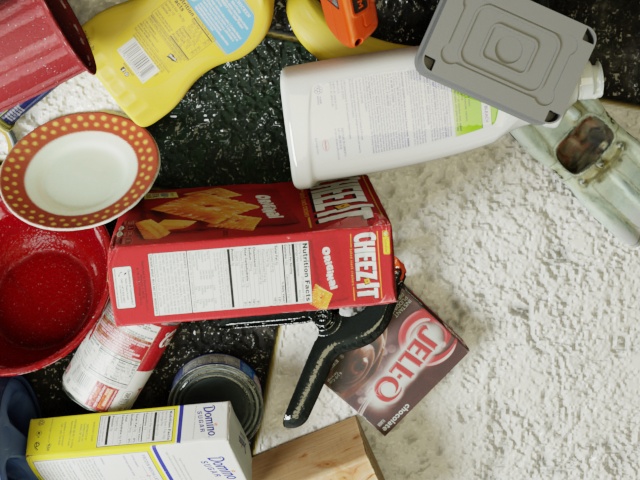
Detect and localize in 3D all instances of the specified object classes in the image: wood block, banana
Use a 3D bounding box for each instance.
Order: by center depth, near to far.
[{"bbox_3d":[0.050,-0.163,0.887,0.197,0.037,0.070,22,105,-10],"label":"banana"},{"bbox_3d":[-0.042,0.250,0.965,0.206,0.090,0.091,-23,106,2],"label":"wood block"}]

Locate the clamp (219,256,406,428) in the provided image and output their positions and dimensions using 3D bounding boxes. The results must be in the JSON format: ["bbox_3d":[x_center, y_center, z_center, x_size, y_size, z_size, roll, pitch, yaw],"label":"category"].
[{"bbox_3d":[0.006,0.080,0.922,0.171,0.039,0.120,-30,78,11],"label":"clamp"}]

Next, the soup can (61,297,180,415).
[{"bbox_3d":[-0.173,0.094,0.925,0.068,0.068,0.102,29,102,-11],"label":"soup can"}]

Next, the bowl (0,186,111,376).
[{"bbox_3d":[-0.238,0.039,0.875,0.162,0.055,0.162,-4,67,9],"label":"bowl"}]

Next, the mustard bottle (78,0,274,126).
[{"bbox_3d":[-0.097,-0.183,0.860,0.192,0.058,0.096,-35,103,6],"label":"mustard bottle"}]

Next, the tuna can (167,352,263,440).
[{"bbox_3d":[-0.094,0.145,0.962,0.086,0.034,0.086,-1,105,-4],"label":"tuna can"}]

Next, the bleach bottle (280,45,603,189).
[{"bbox_3d":[0.098,-0.106,0.853,0.251,0.068,0.102,-6,106,3],"label":"bleach bottle"}]

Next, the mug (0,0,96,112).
[{"bbox_3d":[-0.227,-0.152,0.779,0.081,0.117,0.093,-26,63,3],"label":"mug"}]

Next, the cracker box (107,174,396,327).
[{"bbox_3d":[-0.056,0.001,0.859,0.213,0.164,0.072,-5,108,-3],"label":"cracker box"}]

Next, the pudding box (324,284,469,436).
[{"bbox_3d":[0.063,0.105,0.959,0.090,0.039,0.113,42,98,-13],"label":"pudding box"}]

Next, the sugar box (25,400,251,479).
[{"bbox_3d":[-0.153,0.184,0.917,0.176,0.048,0.093,-8,140,5],"label":"sugar box"}]

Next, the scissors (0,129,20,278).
[{"bbox_3d":[-0.267,-0.021,0.914,0.096,0.016,0.201,-34,105,5],"label":"scissors"}]
